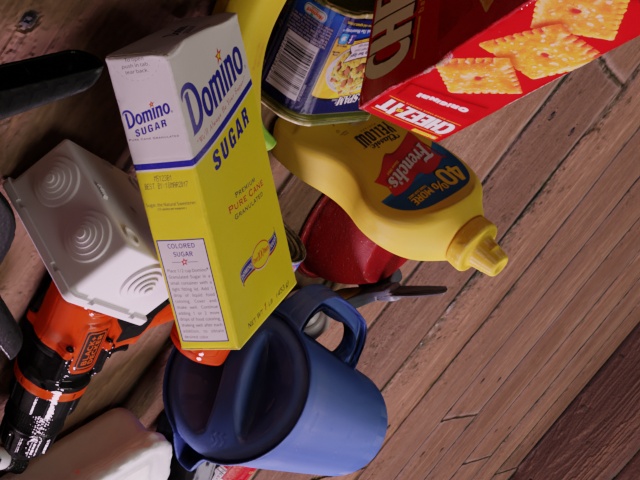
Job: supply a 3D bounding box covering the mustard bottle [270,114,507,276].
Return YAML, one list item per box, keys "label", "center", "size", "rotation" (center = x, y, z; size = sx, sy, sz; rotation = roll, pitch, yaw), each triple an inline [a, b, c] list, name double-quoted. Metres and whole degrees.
- label: "mustard bottle"
  center: [0.059, -0.040, 0.775]
  size: [0.096, 0.192, 0.058]
  rotation: [-30, 151, -34]

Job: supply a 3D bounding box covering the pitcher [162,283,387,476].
- label: "pitcher"
  center: [-0.019, 0.138, 0.956]
  size: [0.149, 0.145, 0.242]
  rotation: [-13, 159, 19]

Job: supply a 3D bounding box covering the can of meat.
- label: "can of meat"
  center: [0.009, -0.129, 0.724]
  size: [0.101, 0.057, 0.084]
  rotation: [-14, 137, -53]

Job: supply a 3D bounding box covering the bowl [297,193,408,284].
- label: "bowl"
  center: [0.053, -0.013, 0.977]
  size: [0.162, 0.055, 0.162]
  rotation: [-38, 154, -23]

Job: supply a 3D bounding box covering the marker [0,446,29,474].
- label: "marker"
  center: [-0.247, 0.155, 0.769]
  size: [0.020, 0.020, 0.121]
  rotation: [-48, 156, -1]

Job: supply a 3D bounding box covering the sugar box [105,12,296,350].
- label: "sugar box"
  center: [-0.064, -0.035, 0.619]
  size: [0.093, 0.048, 0.176]
  rotation: [-50, 135, -58]

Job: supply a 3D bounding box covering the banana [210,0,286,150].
- label: "banana"
  center: [-0.027, -0.149, 0.646]
  size: [0.069, 0.037, 0.198]
  rotation: [3, 123, -40]

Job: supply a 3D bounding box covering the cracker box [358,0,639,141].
- label: "cracker box"
  center: [0.110, -0.169, 0.604]
  size: [0.214, 0.072, 0.164]
  rotation: [-23, -128, 58]

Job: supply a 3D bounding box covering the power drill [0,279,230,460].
- label: "power drill"
  center: [-0.137, 0.072, 0.781]
  size: [0.187, 0.057, 0.185]
  rotation: [-13, 138, -53]

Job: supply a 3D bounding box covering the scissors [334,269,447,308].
- label: "scissors"
  center: [0.074, 0.040, 0.994]
  size: [0.096, 0.016, 0.202]
  rotation: [-34, -169, -38]
